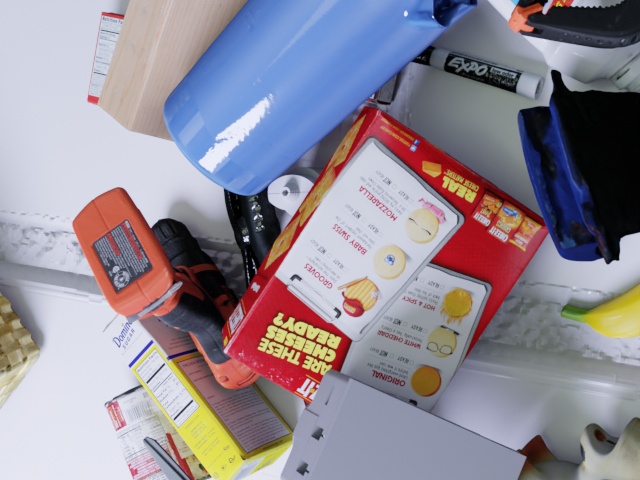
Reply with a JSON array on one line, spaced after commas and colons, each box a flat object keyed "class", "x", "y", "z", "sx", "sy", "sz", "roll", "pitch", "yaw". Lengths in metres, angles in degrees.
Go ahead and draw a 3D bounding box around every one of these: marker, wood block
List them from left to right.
[{"class": "wood block", "x": -0.109, "y": -0.193, "z": 0.919, "sx": 0.090, "sy": 0.090, "sz": 0.206, "roll": 37, "pitch": 111, "yaw": 53}, {"class": "marker", "x": 0.120, "y": -0.140, "z": 0.863, "sx": 0.121, "sy": 0.020, "sz": 0.020, "roll": 21, "pitch": 101, "yaw": 24}]

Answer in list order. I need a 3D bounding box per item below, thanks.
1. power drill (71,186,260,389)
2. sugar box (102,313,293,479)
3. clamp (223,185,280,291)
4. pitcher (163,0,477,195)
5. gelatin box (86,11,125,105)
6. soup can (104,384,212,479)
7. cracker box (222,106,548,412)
[{"class": "power drill", "x": -0.128, "y": 0.026, "z": 0.891, "sx": 0.057, "sy": 0.187, "sz": 0.184, "roll": -38, "pitch": 60, "yaw": 5}, {"class": "sugar box", "x": -0.106, "y": 0.129, "z": 0.946, "sx": 0.176, "sy": 0.093, "sz": 0.048, "roll": 47, "pitch": 111, "yaw": 18}, {"class": "clamp", "x": -0.056, "y": 0.001, "z": 0.932, "sx": 0.120, "sy": 0.039, "sz": 0.171, "roll": 126, "pitch": 133, "yaw": -55}, {"class": "pitcher", "x": -0.011, "y": -0.156, "z": 0.831, "sx": 0.145, "sy": 0.149, "sz": 0.243, "roll": 46, "pitch": 112, "yaw": -4}, {"class": "gelatin box", "x": -0.176, "y": -0.165, "z": 1.002, "sx": 0.073, "sy": 0.030, "sz": 0.089, "roll": 16, "pitch": 99, "yaw": 26}, {"class": "soup can", "x": -0.151, "y": 0.185, "z": 0.984, "sx": 0.069, "sy": 0.068, "sz": 0.102, "roll": -29, "pitch": 79, "yaw": 24}, {"class": "cracker box", "x": 0.048, "y": 0.029, "z": 0.823, "sx": 0.164, "sy": 0.072, "sz": 0.214, "roll": 32, "pitch": 95, "yaw": -11}]
